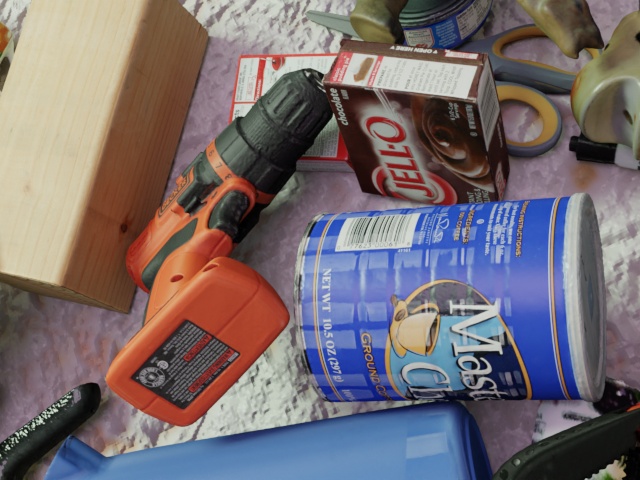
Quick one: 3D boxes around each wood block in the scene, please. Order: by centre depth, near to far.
[{"bbox_3d":[-0.156,-0.066,0.711,0.090,0.090,0.206,10,79,22],"label":"wood block"}]

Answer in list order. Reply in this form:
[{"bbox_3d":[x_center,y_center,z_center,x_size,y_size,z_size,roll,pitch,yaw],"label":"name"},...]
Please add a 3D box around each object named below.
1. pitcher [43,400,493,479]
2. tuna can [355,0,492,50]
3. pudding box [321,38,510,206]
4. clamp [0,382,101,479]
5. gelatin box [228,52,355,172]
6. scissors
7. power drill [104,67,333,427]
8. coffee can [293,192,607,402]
[{"bbox_3d":[-0.023,0.173,0.587,0.243,0.149,0.145,-14,56,12],"label":"pitcher"},{"bbox_3d":[0.066,-0.158,0.677,0.086,0.033,0.086,-9,57,13],"label":"tuna can"},{"bbox_3d":[0.059,-0.065,0.621,0.090,0.113,0.039,9,59,22],"label":"pudding box"},{"bbox_3d":[-0.213,0.147,0.700,0.120,0.039,0.171,10,79,32],"label":"clamp"},{"bbox_3d":[-0.015,-0.084,0.699,0.089,0.030,0.073,2,77,21],"label":"gelatin box"},{"bbox_3d":[0.075,-0.103,0.678,0.202,0.016,0.096,6,73,21],"label":"scissors"},{"bbox_3d":[-0.054,0.001,0.607,0.185,0.057,0.187,-48,20,24],"label":"power drill"},{"bbox_3d":[0.070,0.032,0.548,0.140,0.102,0.103,-4,74,21],"label":"coffee can"}]
